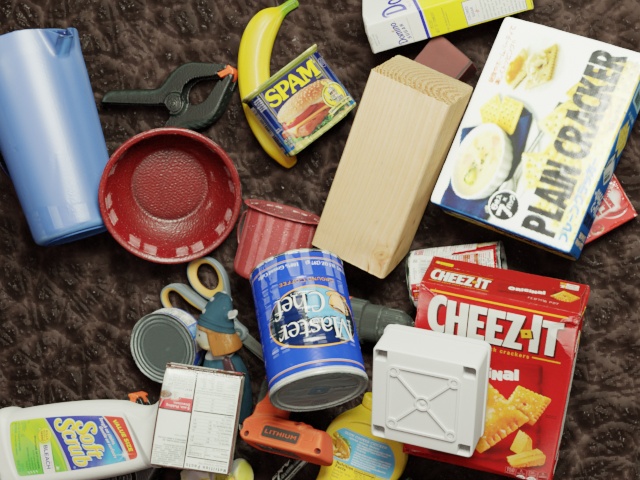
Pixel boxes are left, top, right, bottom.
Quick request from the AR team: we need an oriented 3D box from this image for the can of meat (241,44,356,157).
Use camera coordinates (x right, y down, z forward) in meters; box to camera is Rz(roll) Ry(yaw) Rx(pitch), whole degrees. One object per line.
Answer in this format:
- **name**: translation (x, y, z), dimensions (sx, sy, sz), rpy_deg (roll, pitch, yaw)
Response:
- **can of meat**: translation (-0.022, -0.154, 1.190), dimensions (0.102, 0.057, 0.084), rpy_deg (-38, 97, -9)

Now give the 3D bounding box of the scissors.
- **scissors**: translation (-0.094, 0.088, 1.249), dimensions (0.202, 0.016, 0.096), rpy_deg (24, 101, 14)

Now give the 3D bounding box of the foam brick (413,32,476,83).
- **foam brick**: translation (0.126, -0.178, 1.170), dimensions (0.051, 0.053, 0.078), rpy_deg (42, 99, 11)

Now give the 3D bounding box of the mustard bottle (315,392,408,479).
- **mustard bottle**: translation (0.045, 0.247, 1.191), dimensions (0.096, 0.058, 0.192), rpy_deg (20, 96, 14)

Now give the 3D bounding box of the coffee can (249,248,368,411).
- **coffee can**: translation (-0.014, 0.094, 1.110), dimensions (0.103, 0.102, 0.140), rpy_deg (-20, 61, 14)

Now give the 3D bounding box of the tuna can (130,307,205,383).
- **tuna can**: translation (-0.178, 0.123, 1.256), dimensions (0.086, 0.033, 0.086), rpy_deg (4, 102, 21)

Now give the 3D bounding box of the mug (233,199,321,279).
- **mug**: translation (-0.058, 0.001, 1.210), dimensions (0.117, 0.093, 0.081), rpy_deg (24, 103, 45)

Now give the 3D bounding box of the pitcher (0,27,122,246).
- **pitcher**: translation (-0.325, -0.119, 1.264), dimensions (0.145, 0.149, 0.243), rpy_deg (-17, 89, -7)

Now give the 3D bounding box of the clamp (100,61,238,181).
- **clamp**: translation (-0.177, -0.164, 1.261), dimensions (0.171, 0.039, 0.120), rpy_deg (-38, 87, 9)

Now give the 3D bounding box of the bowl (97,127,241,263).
- **bowl**: translation (-0.174, -0.057, 1.232), dimensions (0.162, 0.055, 0.162), rpy_deg (-3, 109, -8)

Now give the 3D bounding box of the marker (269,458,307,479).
- **marker**: translation (-0.040, 0.271, 1.235), dimensions (0.020, 0.020, 0.121), rpy_deg (44, 101, 11)

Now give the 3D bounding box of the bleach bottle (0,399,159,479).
- **bleach bottle**: translation (-0.253, 0.224, 1.238), dimensions (0.251, 0.068, 0.102), rpy_deg (-13, 80, 15)

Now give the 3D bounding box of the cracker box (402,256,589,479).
- **cracker box**: translation (0.178, 0.138, 1.110), dimensions (0.164, 0.072, 0.214), rpy_deg (11, 118, 15)

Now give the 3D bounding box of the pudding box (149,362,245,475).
- **pudding box**: translation (-0.134, 0.195, 1.170), dimensions (0.090, 0.039, 0.113), rpy_deg (9, 90, -2)

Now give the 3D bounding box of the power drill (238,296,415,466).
- **power drill**: translation (0.000, 0.148, 1.174), dimensions (0.185, 0.057, 0.187), rpy_deg (7, 68, 24)

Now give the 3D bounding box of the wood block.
- **wood block**: translation (0.075, -0.078, 1.132), dimensions (0.091, 0.090, 0.206), rpy_deg (26, 118, 14)

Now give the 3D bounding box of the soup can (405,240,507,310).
- **soup can**: translation (0.149, 0.039, 1.157), dimensions (0.102, 0.068, 0.068), rpy_deg (-7, 88, 16)

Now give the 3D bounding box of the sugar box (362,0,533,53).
- **sugar box**: translation (0.133, -0.266, 1.148), dimensions (0.176, 0.048, 0.093), rpy_deg (-12, 43, 13)

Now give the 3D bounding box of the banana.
- **banana**: translation (-0.062, -0.182, 1.229), dimensions (0.070, 0.037, 0.198), rpy_deg (0, 90, 16)
